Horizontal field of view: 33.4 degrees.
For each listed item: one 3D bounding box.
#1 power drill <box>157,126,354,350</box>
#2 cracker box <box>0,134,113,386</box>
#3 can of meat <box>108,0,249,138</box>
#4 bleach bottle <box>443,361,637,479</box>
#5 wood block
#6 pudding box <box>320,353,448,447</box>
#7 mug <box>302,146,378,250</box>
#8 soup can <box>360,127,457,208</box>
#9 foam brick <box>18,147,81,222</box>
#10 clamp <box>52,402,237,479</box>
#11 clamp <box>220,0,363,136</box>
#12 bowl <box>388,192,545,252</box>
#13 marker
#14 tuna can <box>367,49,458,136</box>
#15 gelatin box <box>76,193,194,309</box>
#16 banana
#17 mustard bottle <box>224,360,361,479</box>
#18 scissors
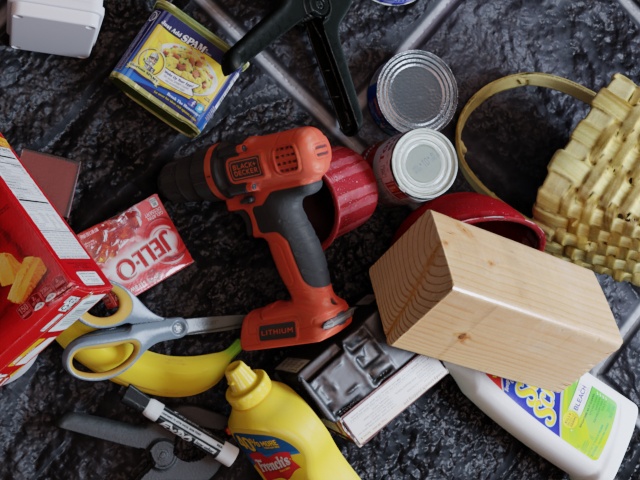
[{"bbox_3d":[-0.056,0.001,0.950,0.057,0.185,0.187,-26,103,-52],"label":"power drill"},{"bbox_3d":[-0.297,0.007,0.857,0.164,0.072,0.214,-40,80,10],"label":"cracker box"},{"bbox_3d":[-0.131,-0.155,0.981,0.102,0.057,0.084,34,80,-12],"label":"can of meat"},{"bbox_3d":[0.189,0.143,1.056,0.250,0.068,0.102,32,71,-11],"label":"bleach bottle"},{"bbox_3d":[0.158,0.059,0.957,0.205,0.091,0.090,19,41,-31],"label":"wood block"},{"bbox_3d":[0.055,0.140,1.003,0.113,0.090,0.039,-40,99,-14],"label":"pudding box"},{"bbox_3d":[-0.002,-0.031,0.992,0.081,0.093,0.117,-26,138,-52],"label":"mug"},{"bbox_3d":[0.080,-0.067,1.014,0.068,0.102,0.068,1,87,-16],"label":"soup can"},{"bbox_3d":[-0.241,-0.047,0.933,0.051,0.078,0.053,13,83,-13],"label":"foam brick"},{"bbox_3d":[-0.155,0.186,0.968,0.171,0.039,0.120,-25,99,-22],"label":"clamp"},{"bbox_3d":[-0.019,-0.216,1.002,0.164,0.036,0.210,14,74,-41],"label":"clamp"},{"bbox_3d":[0.129,0.002,1.017,0.162,0.162,0.055,-3,58,-16],"label":"bowl"},{"bbox_3d":[-0.128,0.164,0.951,0.121,0.020,0.020,33,79,-10],"label":"marker"},{"bbox_3d":[0.090,-0.143,1.056,0.086,0.034,0.086,1,87,-16],"label":"tuna can"},{"bbox_3d":[-0.170,0.010,0.966,0.089,0.030,0.073,-31,95,-29],"label":"gelatin box"},{"bbox_3d":[-0.169,0.102,0.971,0.197,0.037,0.069,17,56,-17],"label":"banana"},{"bbox_3d":[-0.029,0.184,0.952,0.058,0.096,0.191,-47,117,-35],"label":"mustard bottle"},{"bbox_3d":[-0.141,0.062,0.952,0.201,0.016,0.096,-21,103,-32],"label":"scissors"}]
